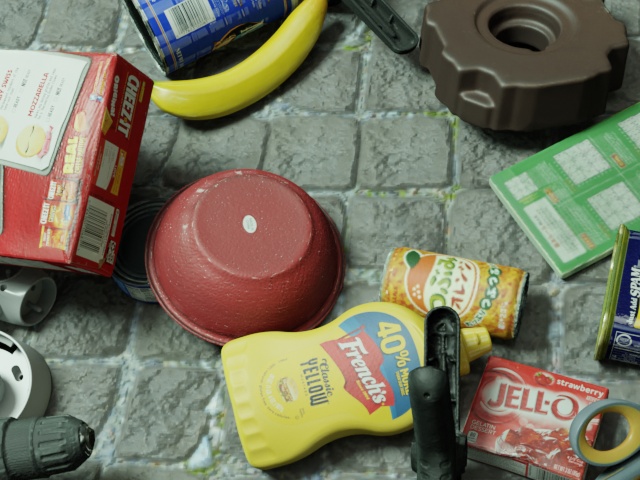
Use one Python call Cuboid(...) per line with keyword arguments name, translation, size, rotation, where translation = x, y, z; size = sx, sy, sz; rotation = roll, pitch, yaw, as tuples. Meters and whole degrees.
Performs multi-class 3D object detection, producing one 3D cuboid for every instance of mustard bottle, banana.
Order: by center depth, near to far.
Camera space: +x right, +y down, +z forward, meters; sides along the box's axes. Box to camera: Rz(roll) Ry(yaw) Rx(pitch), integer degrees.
Cuboid(name="mustard bottle", translation=(0.030, 0.097, 0.776), size=(0.191, 0.058, 0.096), rotation=(-15, 74, 0))
Cuboid(name="banana", translation=(-0.070, -0.156, 0.960), size=(0.197, 0.069, 0.037), rotation=(-26, 24, -16))

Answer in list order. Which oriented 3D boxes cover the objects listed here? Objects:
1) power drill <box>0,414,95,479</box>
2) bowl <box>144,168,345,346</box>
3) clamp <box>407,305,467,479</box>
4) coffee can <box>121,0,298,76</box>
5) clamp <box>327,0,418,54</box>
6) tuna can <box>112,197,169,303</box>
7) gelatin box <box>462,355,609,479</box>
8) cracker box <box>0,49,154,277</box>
Cuboid(name="power drill", translation=(-0.242, 0.208, 0.708), size=(0.184, 0.057, 0.187), rotation=(-12, 51, 9))
Cuboid(name="bowl", translation=(-0.055, 0.001, 0.833), size=(0.162, 0.055, 0.162), rotation=(4, 60, -8))
Cuboid(name="clamp", translation=(0.076, 0.136, 0.692), size=(0.039, 0.120, 0.171), rotation=(-2, 97, 18))
Cuboid(name="coffee can", translation=(-0.105, -0.229, 0.987), size=(0.140, 0.103, 0.103), rotation=(-29, 57, -9))
Cuboid(name="clamp", translation=(0.014, -0.247, 0.973), size=(0.036, 0.164, 0.210), rotation=(-29, 20, -17))
Cuboid(name="tuna can", translation=(-0.134, 0.009, 0.881), size=(0.086, 0.034, 0.086), rotation=(-5, 57, 7))
Cuboid(name="gelatin box", translation=(0.151, 0.128, 0.756), size=(0.089, 0.030, 0.073), rotation=(16, 61, 18))
Cuboid(name="cracker box", translation=(-0.251, -0.064, 0.840), size=(0.214, 0.072, 0.164), rotation=(6, 79, 22))
